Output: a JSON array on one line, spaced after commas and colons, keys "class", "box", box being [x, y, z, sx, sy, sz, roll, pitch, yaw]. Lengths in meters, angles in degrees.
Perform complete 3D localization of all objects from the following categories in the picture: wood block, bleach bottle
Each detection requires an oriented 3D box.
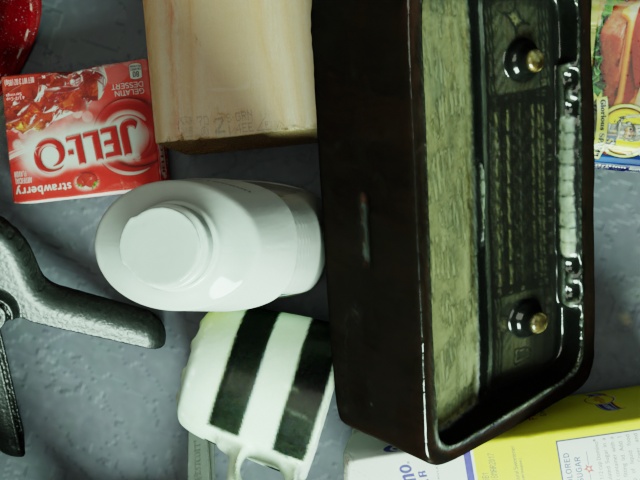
[{"class": "wood block", "box": [-0.046, -0.154, 0.573, 0.090, 0.091, 0.206, -5, 90, 4]}, {"class": "bleach bottle", "box": [-0.053, 0.001, 0.495, 0.102, 0.250, 0.068, 1, 91, 5]}]

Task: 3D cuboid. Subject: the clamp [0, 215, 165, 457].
[{"class": "clamp", "box": [-0.169, 0.033, 0.588, 0.120, 0.039, 0.171, -33, 119, -5]}]

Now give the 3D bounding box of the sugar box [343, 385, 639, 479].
[{"class": "sugar box", "box": [0.102, 0.112, 0.562, 0.176, 0.093, 0.048, -7, 90, 5]}]

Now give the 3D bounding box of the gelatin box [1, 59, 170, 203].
[{"class": "gelatin box", "box": [-0.134, -0.062, 0.613, 0.089, 0.030, 0.073, -6, 90, 6]}]
